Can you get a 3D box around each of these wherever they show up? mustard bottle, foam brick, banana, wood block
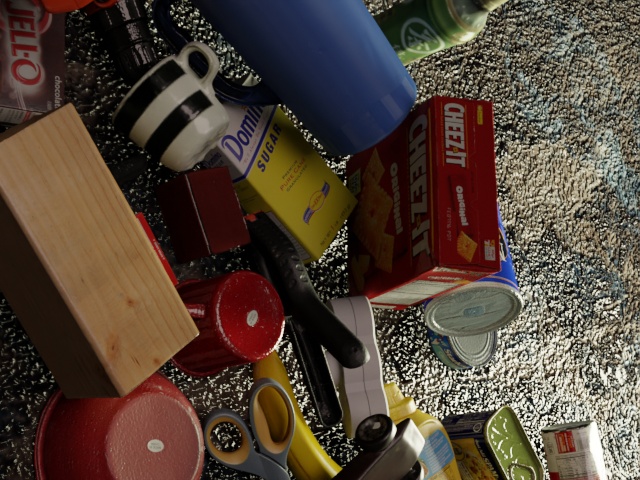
[{"bbox_3d":[0.101,0.237,1.092,0.096,0.058,0.191,-24,95,-42],"label":"mustard bottle"},{"bbox_3d":[-0.108,-0.024,0.982,0.051,0.053,0.078,-19,92,-43],"label":"foam brick"},{"bbox_3d":[-0.016,0.188,1.020,0.197,0.037,0.069,56,32,-17],"label":"banana"},{"bbox_3d":[-0.194,0.011,0.821,0.090,0.091,0.206,-40,110,-39],"label":"wood block"}]

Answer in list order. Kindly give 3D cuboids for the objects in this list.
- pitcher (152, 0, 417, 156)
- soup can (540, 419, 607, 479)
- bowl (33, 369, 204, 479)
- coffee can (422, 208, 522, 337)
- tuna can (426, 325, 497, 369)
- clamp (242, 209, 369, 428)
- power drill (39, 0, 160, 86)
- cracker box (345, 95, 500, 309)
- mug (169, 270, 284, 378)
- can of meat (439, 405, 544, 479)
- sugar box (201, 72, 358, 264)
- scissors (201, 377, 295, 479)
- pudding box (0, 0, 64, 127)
[{"bbox_3d":[-0.027,-0.190,0.981,0.242,0.149,0.144,50,55,-26],"label":"pitcher"},{"bbox_3d":[0.302,0.268,1.257,0.068,0.069,0.102,-4,80,-42],"label":"soup can"},{"bbox_3d":[-0.152,0.174,0.886,0.161,0.055,0.162,13,69,-39],"label":"bowl"},{"bbox_3d":[0.152,0.018,1.143,0.102,0.103,0.140,22,47,-36],"label":"coffee can"},{"bbox_3d":[0.159,0.101,1.199,0.086,0.034,0.086,13,70,-39],"label":"tuna can"},{"bbox_3d":[-0.019,0.058,0.970,0.036,0.165,0.210,-21,73,-20],"label":"clamp"},{"bbox_3d":[-0.194,-0.218,0.890,0.187,0.057,0.184,-85,152,-85],"label":"power drill"},{"bbox_3d":[0.093,-0.030,1.052,0.072,0.214,0.164,4,76,-20],"label":"cracker box"},{"bbox_3d":[-0.095,0.070,0.947,0.117,0.082,0.093,16,68,-38],"label":"mug"},{"bbox_3d":[0.178,0.232,1.145,0.057,0.084,0.102,-36,103,-42],"label":"can of meat"},{"bbox_3d":[-0.047,-0.069,1.054,0.176,0.048,0.093,50,51,-21],"label":"sugar box"},{"bbox_3d":[-0.055,0.224,0.977,0.096,0.016,0.202,-10,104,-16],"label":"scissors"},{"bbox_3d":[-0.257,-0.149,0.872,0.089,0.039,0.113,6,67,-26],"label":"pudding box"}]
